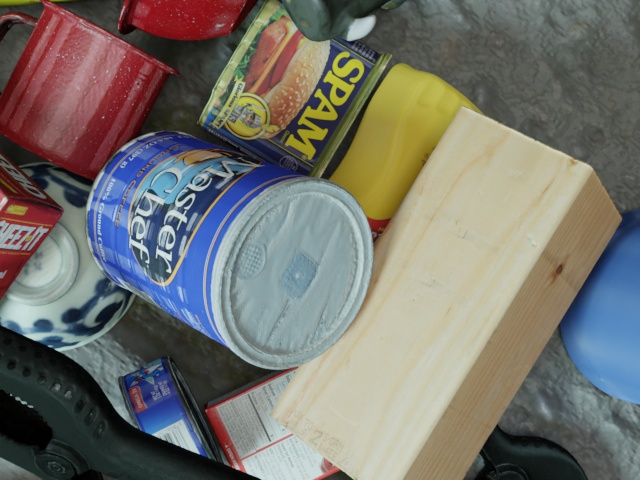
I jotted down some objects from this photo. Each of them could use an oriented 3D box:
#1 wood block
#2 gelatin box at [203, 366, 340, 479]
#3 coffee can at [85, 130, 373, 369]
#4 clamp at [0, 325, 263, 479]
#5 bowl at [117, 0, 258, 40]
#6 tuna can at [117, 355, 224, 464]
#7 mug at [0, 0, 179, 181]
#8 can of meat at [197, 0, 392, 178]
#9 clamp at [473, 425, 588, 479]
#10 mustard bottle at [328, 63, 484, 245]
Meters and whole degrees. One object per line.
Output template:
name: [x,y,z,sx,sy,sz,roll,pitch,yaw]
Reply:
wood block: [0.075,0.043,0.613,0.090,0.090,0.206,31,88,32]
gelatin box: [-0.020,0.120,0.684,0.089,0.030,0.073,-25,92,-5]
coffee can: [-0.054,0.001,0.599,0.102,0.141,0.103,-15,114,-36]
clamp: [-0.124,0.109,0.573,0.165,0.036,0.210,-20,121,34]
bowl: [-0.049,-0.171,0.611,0.055,0.162,0.162,34,88,-6]
tuna can: [-0.089,0.114,0.649,0.033,0.086,0.086,-26,93,-6]
mug: [-0.154,-0.093,0.641,0.117,0.093,0.081,28,93,5]
can of meat: [-0.017,-0.092,0.668,0.084,0.057,0.102,31,88,-3]
clamp: [0.115,0.147,0.693,0.171,0.039,0.120,17,94,-12]
mustard bottle: [0.033,-0.006,0.662,0.096,0.058,0.191,33,89,-46]
